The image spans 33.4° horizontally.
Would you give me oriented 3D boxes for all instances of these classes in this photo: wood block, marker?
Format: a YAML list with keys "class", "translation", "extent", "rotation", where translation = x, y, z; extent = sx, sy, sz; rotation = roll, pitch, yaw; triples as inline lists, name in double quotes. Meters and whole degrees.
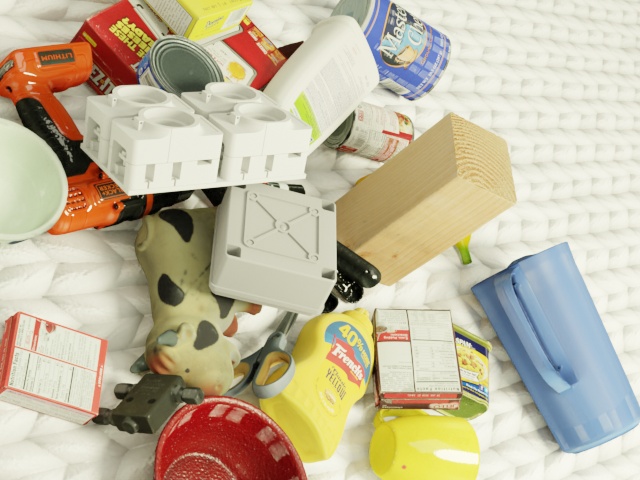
- class: "wood block"
  translation: [0.111, -0.041, 1.200]
  extent: [0.090, 0.206, 0.091]
  rotation: [22, 49, -31]
- class: "marker"
  translation: [-0.065, -0.059, 1.193]
  extent: [0.120, 0.020, 0.020]
  rotation: [5, 59, -42]

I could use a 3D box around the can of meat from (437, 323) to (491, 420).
- class: "can of meat"
  translation: [0.147, 0.147, 1.215]
  extent: [0.102, 0.058, 0.084]
  rotation: [28, 47, -26]

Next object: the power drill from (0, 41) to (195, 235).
- class: "power drill"
  translation: [-0.223, -0.102, 1.044]
  extent: [0.184, 0.057, 0.188]
  rotation: [-18, 75, -48]

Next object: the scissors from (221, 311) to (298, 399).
- class: "scissors"
  translation: [-0.062, 0.110, 1.063]
  extent: [0.202, 0.096, 0.016]
  rotation: [-94, 165, -72]

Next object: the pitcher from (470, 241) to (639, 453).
- class: "pitcher"
  translation: [0.290, 0.133, 1.306]
  extent: [0.149, 0.145, 0.243]
  rotation: [-21, 80, -21]

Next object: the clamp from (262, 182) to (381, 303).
- class: "clamp"
  translation: [-0.006, 0.006, 1.164]
  extent: [0.171, 0.120, 0.039]
  rotation: [42, 70, 12]

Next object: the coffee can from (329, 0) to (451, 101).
- class: "coffee can"
  translation: [0.088, -0.262, 1.419]
  extent: [0.140, 0.103, 0.103]
  rotation: [25, 47, -29]

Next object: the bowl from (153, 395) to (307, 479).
- class: "bowl"
  translation: [-0.088, 0.221, 0.939]
  extent: [0.161, 0.055, 0.162]
  rotation: [24, 48, -30]

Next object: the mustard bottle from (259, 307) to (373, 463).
- class: "mustard bottle"
  translation: [0.009, 0.131, 1.093]
  extent: [0.096, 0.058, 0.191]
  rotation: [57, 37, -17]

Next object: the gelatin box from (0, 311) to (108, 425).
- class: "gelatin box"
  translation: [-0.230, 0.109, 0.908]
  extent: [0.089, 0.030, 0.073]
  rotation: [23, 49, -30]

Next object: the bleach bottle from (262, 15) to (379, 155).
- class: "bleach bottle"
  translation: [-0.027, -0.150, 1.186]
  extent: [0.250, 0.068, 0.102]
  rotation: [-49, 122, -40]

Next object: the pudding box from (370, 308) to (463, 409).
- class: "pudding box"
  translation: [0.101, 0.126, 1.144]
  extent: [0.090, 0.039, 0.113]
  rotation: [2, 51, -5]

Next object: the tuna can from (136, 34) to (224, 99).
- class: "tuna can"
  translation: [-0.141, -0.162, 1.075]
  extent: [0.086, 0.034, 0.086]
  rotation: [22, 50, -28]

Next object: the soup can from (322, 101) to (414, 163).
- class: "soup can"
  translation: [0.057, -0.136, 1.326]
  extent: [0.102, 0.069, 0.068]
  rotation: [12, 55, -37]

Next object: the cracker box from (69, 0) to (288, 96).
- class: "cracker box"
  translation: [-0.153, -0.198, 1.171]
  extent: [0.164, 0.072, 0.213]
  rotation: [47, 41, -4]

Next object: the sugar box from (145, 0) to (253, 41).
- class: "sugar box"
  translation: [-0.164, -0.294, 1.144]
  extent: [0.176, 0.048, 0.093]
  rotation: [49, 42, 8]
